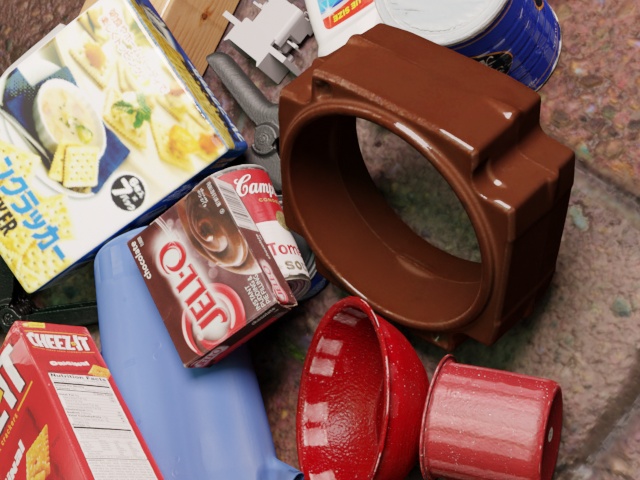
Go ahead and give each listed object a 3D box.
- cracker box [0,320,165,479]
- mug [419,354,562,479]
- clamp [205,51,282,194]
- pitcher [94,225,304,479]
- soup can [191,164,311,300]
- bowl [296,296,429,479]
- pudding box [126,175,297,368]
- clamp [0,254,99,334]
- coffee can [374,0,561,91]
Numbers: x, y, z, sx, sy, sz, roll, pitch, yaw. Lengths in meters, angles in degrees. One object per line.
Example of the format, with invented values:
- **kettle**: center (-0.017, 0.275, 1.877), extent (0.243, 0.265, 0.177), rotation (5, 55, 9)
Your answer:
- **cracker box**: center (-0.199, 0.187, 0.781), extent (0.164, 0.072, 0.214), rotation (-60, 43, 20)
- **mug**: center (0.122, 0.143, 0.753), extent (0.082, 0.093, 0.117), rotation (7, 112, 22)
- **clamp**: center (-0.044, -0.095, 0.905), extent (0.172, 0.039, 0.120), rotation (10, 99, 22)
- **pitcher**: center (-0.121, 0.117, 0.849), extent (0.145, 0.149, 0.243), rotation (-47, 51, 53)
- **soup can**: center (-0.055, 0.001, 0.835), extent (0.069, 0.068, 0.102), rotation (-30, 68, 17)
- **bowl**: center (0.036, 0.124, 0.784), extent (0.162, 0.055, 0.162), rotation (-171, 90, -69)
- **pudding box**: center (-0.081, 0.024, 0.782), extent (0.090, 0.039, 0.113), rotation (-36, 66, 19)
- **clamp**: center (-0.265, 0.070, 0.968), extent (0.164, 0.036, 0.210), rotation (38, 107, 7)
- **coffee can**: center (0.112, -0.168, 0.790), extent (0.103, 0.140, 0.103), rotation (-6, 76, 25)
